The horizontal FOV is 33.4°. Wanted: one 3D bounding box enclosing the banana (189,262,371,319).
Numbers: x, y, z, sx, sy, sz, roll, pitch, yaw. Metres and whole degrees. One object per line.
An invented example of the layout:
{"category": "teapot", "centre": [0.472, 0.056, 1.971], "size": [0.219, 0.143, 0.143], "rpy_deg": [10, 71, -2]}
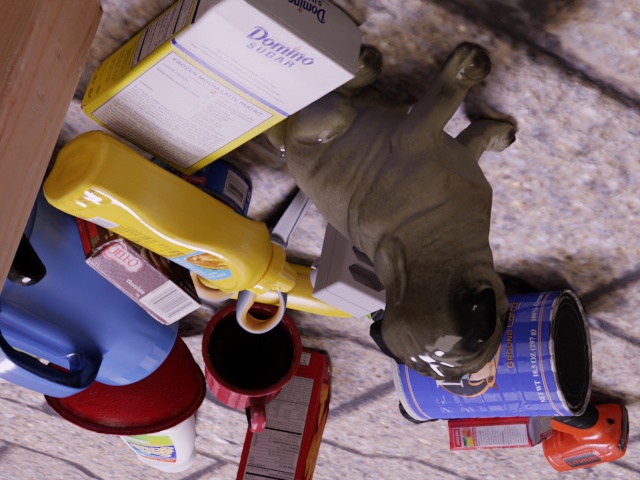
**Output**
{"category": "banana", "centre": [-0.044, 0.042, 0.932], "size": [0.198, 0.037, 0.070], "rpy_deg": [12, 151, 0]}

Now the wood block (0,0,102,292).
{"category": "wood block", "centre": [-0.200, -0.080, 0.595], "size": [0.091, 0.206, 0.090], "rpy_deg": [8, 151, 6]}

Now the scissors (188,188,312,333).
{"category": "scissors", "centre": [-0.056, 0.001, 0.851], "size": [0.096, 0.016, 0.202], "rpy_deg": [18, 135, 5]}

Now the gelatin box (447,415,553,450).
{"category": "gelatin box", "centre": [0.160, 0.166, 0.942], "size": [0.073, 0.030, 0.089], "rpy_deg": [-7, 174, 23]}

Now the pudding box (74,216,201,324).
{"category": "pudding box", "centre": [-0.148, 0.004, 0.846], "size": [0.039, 0.090, 0.113], "rpy_deg": [-32, 138, 7]}

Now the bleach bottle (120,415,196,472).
{"category": "bleach bottle", "centre": [-0.192, 0.237, 1.311], "size": [0.102, 0.068, 0.251], "rpy_deg": [8, 153, 8]}

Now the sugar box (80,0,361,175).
{"category": "sugar box", "centre": [-0.065, -0.106, 0.668], "size": [0.093, 0.048, 0.177], "rpy_deg": [30, 143, -31]}

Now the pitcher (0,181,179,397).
{"category": "pitcher", "centre": [-0.219, 0.046, 0.881], "size": [0.145, 0.149, 0.242], "rpy_deg": [21, 166, 32]}

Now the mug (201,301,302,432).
{"category": "mug", "centre": [-0.066, 0.124, 1.012], "size": [0.093, 0.117, 0.081], "rpy_deg": [-7, 159, -12]}

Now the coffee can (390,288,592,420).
{"category": "coffee can", "centre": [0.144, 0.097, 0.892], "size": [0.141, 0.102, 0.102], "rpy_deg": [-7, 146, 30]}

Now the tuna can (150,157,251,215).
{"category": "tuna can", "centre": [-0.096, -0.033, 0.821], "size": [0.086, 0.033, 0.086], "rpy_deg": [9, 151, 5]}

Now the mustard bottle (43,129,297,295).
{"category": "mustard bottle", "centre": [-0.095, -0.009, 0.759], "size": [0.191, 0.058, 0.096], "rpy_deg": [30, 163, -29]}

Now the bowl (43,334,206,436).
{"category": "bowl", "centre": [-0.189, 0.119, 1.041], "size": [0.162, 0.162, 0.055], "rpy_deg": [10, 118, 2]}

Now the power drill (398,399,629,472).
{"category": "power drill", "centre": [0.193, 0.170, 1.051], "size": [0.187, 0.057, 0.185], "rpy_deg": [26, 148, -25]}

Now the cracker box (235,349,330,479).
{"category": "cracker box", "centre": [-0.041, 0.237, 1.095], "size": [0.072, 0.213, 0.164], "rpy_deg": [9, 151, 5]}
